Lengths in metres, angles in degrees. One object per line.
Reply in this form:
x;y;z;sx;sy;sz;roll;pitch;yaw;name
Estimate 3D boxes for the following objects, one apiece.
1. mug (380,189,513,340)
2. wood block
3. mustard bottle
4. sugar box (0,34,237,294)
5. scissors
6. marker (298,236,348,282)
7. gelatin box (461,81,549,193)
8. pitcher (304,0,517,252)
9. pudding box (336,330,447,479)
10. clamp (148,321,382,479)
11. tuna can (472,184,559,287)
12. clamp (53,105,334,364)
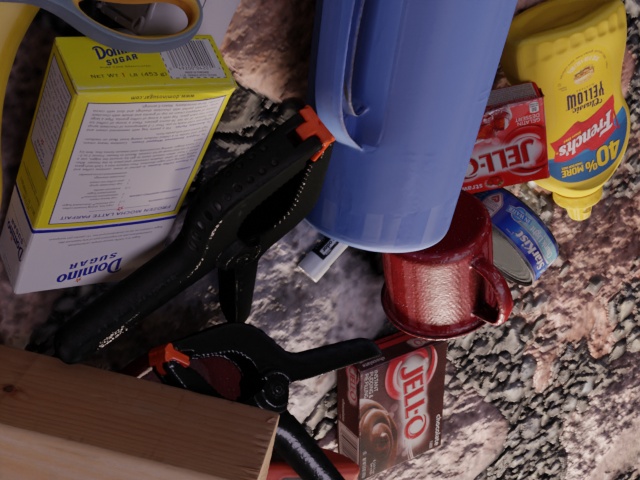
0.095;0.019;0.791;0.093;0.117;0.081;-33;138;-22;mug
-0.138;0.135;0.636;0.206;0.090;0.090;14;111;4;wood block
0.199;-0.096;0.849;0.096;0.058;0.191;-25;128;-11;mustard bottle
-0.121;-0.040;0.609;0.093;0.048;0.176;-7;149;-33;sugar box
-0.153;-0.142;0.521;0.201;0.016;0.096;9;70;-25;scissors
0.031;-0.019;0.796;0.121;0.020;0.020;-47;132;-5;marker
0.125;-0.074;0.801;0.089;0.030;0.073;-10;127;4;gelatin box
0.048;-0.115;0.680;0.149;0.145;0.243;0;118;-18;pitcher
0.059;0.134;0.889;0.089;0.039;0.113;-17;123;-29;pudding box
-0.033;0.111;0.706;0.171;0.039;0.120;13;63;-27;clamp
0.146;-0.005;0.844;0.033;0.086;0.086;-44;132;-10;tuna can
-0.054;0.001;0.671;0.210;0.036;0.164;-46;158;24;clamp
